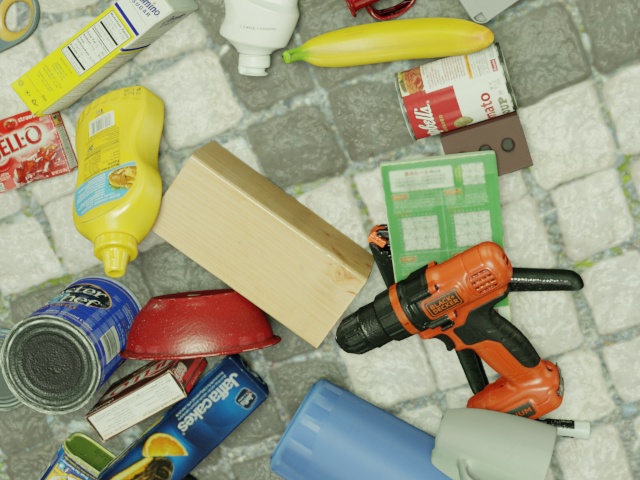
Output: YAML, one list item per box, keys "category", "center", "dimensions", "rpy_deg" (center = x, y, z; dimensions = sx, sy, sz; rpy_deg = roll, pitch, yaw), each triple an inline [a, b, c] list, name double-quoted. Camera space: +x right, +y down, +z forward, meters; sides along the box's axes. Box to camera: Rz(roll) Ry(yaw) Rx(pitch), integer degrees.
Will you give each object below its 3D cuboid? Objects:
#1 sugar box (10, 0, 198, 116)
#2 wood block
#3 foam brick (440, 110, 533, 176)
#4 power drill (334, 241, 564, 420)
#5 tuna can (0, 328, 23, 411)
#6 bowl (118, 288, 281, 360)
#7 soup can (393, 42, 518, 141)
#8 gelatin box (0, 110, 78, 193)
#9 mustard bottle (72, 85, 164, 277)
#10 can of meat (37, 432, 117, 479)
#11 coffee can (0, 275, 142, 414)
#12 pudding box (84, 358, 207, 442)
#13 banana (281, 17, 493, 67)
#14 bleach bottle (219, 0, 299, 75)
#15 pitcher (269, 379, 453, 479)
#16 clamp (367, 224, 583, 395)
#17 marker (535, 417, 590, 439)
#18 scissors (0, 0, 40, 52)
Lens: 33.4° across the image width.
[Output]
- category: "sugar box"
  center: [-0.208, -0.190, 1.036]
  dimensions: [0.176, 0.093, 0.048]
  rpy_deg: [-36, 96, 15]
- category: "wood block"
  center: [-0.057, 0.001, 1.060]
  dimensions: [0.206, 0.090, 0.091]
  rpy_deg: [35, 107, -1]
- category: "foam brick"
  center: [0.158, -0.088, 1.022]
  dimensions: [0.078, 0.051, 0.053]
  rpy_deg: [-17, 100, 13]
- category: "power drill"
  center: [0.132, 0.107, 1.022]
  dimensions: [0.185, 0.057, 0.187]
  rpy_deg: [-29, 115, 23]
- category: "tuna can"
  center: [-0.347, 0.141, 1.171]
  dimensions: [0.086, 0.033, 0.086]
  rpy_deg: [2, 104, 9]
- category: "bowl"
  center: [-0.121, 0.080, 1.059]
  dimensions: [0.162, 0.162, 0.055]
  rpy_deg: [-5, 92, 10]
- category: "soup can"
  center: [0.128, -0.140, 1.006]
  dimensions: [0.102, 0.068, 0.068]
  rpy_deg: [-16, 101, 13]
- category: "gelatin box"
  center: [-0.305, -0.095, 1.107]
  dimensions: [0.089, 0.030, 0.073]
  rpy_deg: [-15, 101, 12]
- category: "mustard bottle"
  center: [-0.195, -0.052, 1.026]
  dimensions: [0.096, 0.058, 0.191]
  rpy_deg: [-21, 55, 25]
- category: "can of meat"
  center: [-0.261, 0.275, 1.179]
  dimensions: [0.102, 0.057, 0.084]
  rpy_deg: [36, 104, -2]
- category: "coffee can"
  center: [-0.249, 0.103, 1.090]
  dimensions: [0.103, 0.140, 0.103]
  rpy_deg: [2, 104, 9]
- category: "pudding box"
  center: [-0.180, 0.156, 1.119]
  dimensions: [0.114, 0.090, 0.039]
  rpy_deg: [-32, 98, 15]
- category: "banana"
  center: [0.067, -0.183, 1.002]
  dimensions: [0.198, 0.069, 0.037]
  rpy_deg: [-4, 119, 18]
- category: "bleach bottle"
  center: [-0.066, -0.283, 1.006]
  dimensions: [0.102, 0.068, 0.251]
  rpy_deg: [6, 107, 8]
- category: "pitcher"
  center: [0.071, 0.252, 1.091]
  dimensions: [0.243, 0.145, 0.149]
  rpy_deg: [30, 92, 4]
- category: "clamp"
  center: [0.133, 0.058, 1.071]
  dimensions: [0.210, 0.036, 0.165]
  rpy_deg: [28, 108, 0]
- category: "marker"
  center: [0.215, 0.191, 1.100]
  dimensions: [0.121, 0.020, 0.020]
  rpy_deg: [4, 104, 8]
- category: "scissors"
  center: [-0.338, -0.179, 1.099]
  dimensions: [0.096, 0.016, 0.202]
  rpy_deg: [7, 105, 7]
